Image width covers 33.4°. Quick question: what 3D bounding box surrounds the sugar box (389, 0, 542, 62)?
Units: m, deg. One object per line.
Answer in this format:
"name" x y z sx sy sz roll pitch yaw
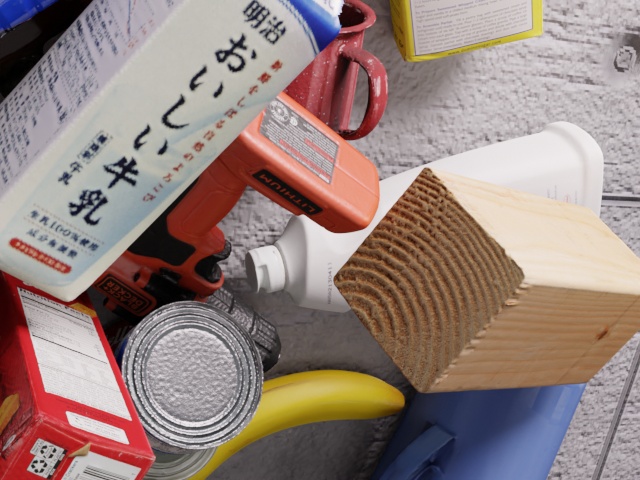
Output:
"sugar box" 0.083 -0.199 0.640 0.093 0.048 0.176 -13 127 -4

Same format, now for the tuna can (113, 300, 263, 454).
"tuna can" -0.079 0.080 0.621 0.086 0.034 0.086 9 70 -24

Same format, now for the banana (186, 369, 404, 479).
"banana" -0.031 0.132 0.780 0.197 0.037 0.069 -22 124 -15

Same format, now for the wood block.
"wood block" 0.117 0.029 0.645 0.205 0.090 0.091 8 127 -52

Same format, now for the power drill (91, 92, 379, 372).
"power drill" -0.054 0.001 0.636 0.184 0.057 0.188 35 130 -25

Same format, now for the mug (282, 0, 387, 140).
"mug" -0.009 -0.097 0.634 0.093 0.117 0.081 -27 134 -47

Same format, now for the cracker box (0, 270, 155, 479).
"cracker box" -0.184 0.117 0.595 0.072 0.214 0.164 28 100 -31

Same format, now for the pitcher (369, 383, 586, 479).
"pitcher" 0.100 0.181 0.809 0.145 0.149 0.243 21 102 -6

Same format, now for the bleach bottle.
"bleach bottle" 0.070 -0.011 0.742 0.250 0.068 0.102 -12 120 -17
